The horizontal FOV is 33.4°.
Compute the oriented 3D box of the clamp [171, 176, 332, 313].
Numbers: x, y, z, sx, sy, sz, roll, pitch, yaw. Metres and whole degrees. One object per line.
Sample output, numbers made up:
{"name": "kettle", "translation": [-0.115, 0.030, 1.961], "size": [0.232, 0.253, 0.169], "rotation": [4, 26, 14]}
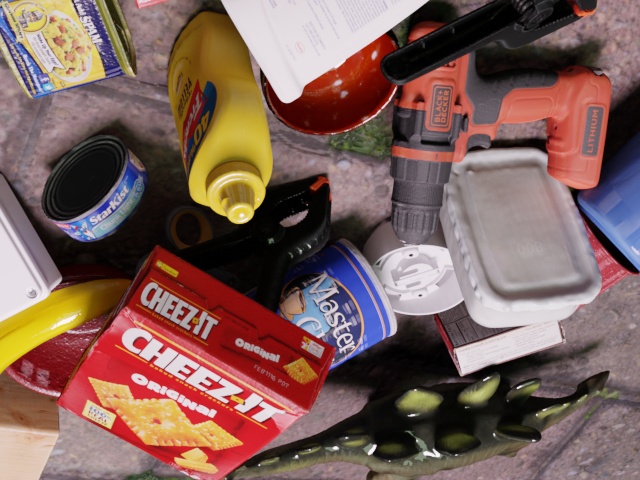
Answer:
{"name": "clamp", "translation": [-0.056, 0.001, 0.929], "size": [0.120, 0.171, 0.039], "rotation": [24, 141, 18]}

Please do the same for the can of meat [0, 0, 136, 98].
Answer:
{"name": "can of meat", "translation": [-0.189, -0.158, 0.775], "size": [0.084, 0.057, 0.102], "rotation": [-15, 134, 1]}

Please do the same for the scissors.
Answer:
{"name": "scissors", "translation": [-0.088, 0.020, 0.991], "size": [0.201, 0.016, 0.096], "rotation": [6, 98, -50]}

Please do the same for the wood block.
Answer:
{"name": "wood block", "translation": [-0.360, 0.163, 1.002], "size": [0.205, 0.090, 0.091], "rotation": [11, 128, -26]}

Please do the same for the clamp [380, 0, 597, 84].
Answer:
{"name": "clamp", "translation": [0.156, -0.184, 0.793], "size": [0.209, 0.036, 0.165], "rotation": [-18, 161, -43]}

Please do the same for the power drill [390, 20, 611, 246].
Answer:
{"name": "power drill", "translation": [0.148, -0.084, 0.899], "size": [0.187, 0.057, 0.184], "rotation": [1, 103, -23]}

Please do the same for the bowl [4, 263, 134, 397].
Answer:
{"name": "bowl", "translation": [-0.217, 0.073, 0.983], "size": [0.162, 0.055, 0.162], "rotation": [-8, 133, -9]}

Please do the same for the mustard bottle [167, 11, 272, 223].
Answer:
{"name": "mustard bottle", "translation": [-0.073, -0.081, 0.786], "size": [0.058, 0.192, 0.096], "rotation": [8, 129, -23]}

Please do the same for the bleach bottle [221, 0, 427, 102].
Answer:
{"name": "bleach bottle", "translation": [0.057, -0.201, 0.733], "size": [0.251, 0.068, 0.102], "rotation": [-30, 119, 5]}

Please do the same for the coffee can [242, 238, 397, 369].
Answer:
{"name": "coffee can", "translation": [-0.015, 0.075, 0.987], "size": [0.140, 0.103, 0.103], "rotation": [-29, 136, -12]}

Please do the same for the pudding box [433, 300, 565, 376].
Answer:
{"name": "pudding box", "translation": [0.180, 0.086, 1.084], "size": [0.113, 0.090, 0.039], "rotation": [-20, 115, 1]}

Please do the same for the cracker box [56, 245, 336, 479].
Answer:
{"name": "cracker box", "translation": [-0.110, 0.114, 0.881], "size": [0.164, 0.072, 0.214], "rotation": [30, 144, -10]}

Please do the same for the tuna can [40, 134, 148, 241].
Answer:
{"name": "tuna can", "translation": [-0.182, -0.042, 0.865], "size": [0.086, 0.086, 0.033], "rotation": [-30, 135, 12]}

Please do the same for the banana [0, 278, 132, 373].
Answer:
{"name": "banana", "translation": [-0.250, 0.082, 0.921], "size": [0.198, 0.037, 0.069], "rotation": [-34, 158, 19]}
